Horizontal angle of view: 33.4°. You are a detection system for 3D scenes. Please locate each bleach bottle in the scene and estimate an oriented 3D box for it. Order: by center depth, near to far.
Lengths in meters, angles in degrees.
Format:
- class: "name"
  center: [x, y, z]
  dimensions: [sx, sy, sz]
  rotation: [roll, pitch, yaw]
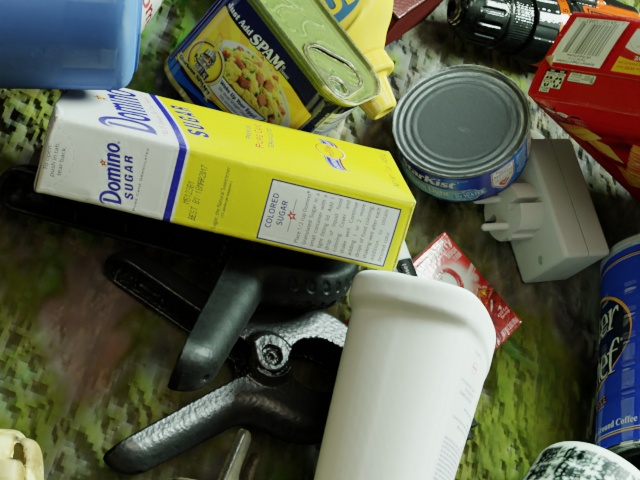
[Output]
- class: "bleach bottle"
  center: [0.021, 0.148, 0.505]
  dimensions: [0.068, 0.102, 0.250]
  rotation: [10, 73, 21]

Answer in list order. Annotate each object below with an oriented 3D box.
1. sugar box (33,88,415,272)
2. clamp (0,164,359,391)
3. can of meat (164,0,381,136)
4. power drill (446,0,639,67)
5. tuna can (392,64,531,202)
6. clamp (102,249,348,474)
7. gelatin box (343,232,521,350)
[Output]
- class: "sugar box"
  center: [-0.047, -0.036, 0.539]
  dimensions: [0.176, 0.048, 0.093]
  rotation: [15, 18, -11]
- class: "clamp"
  center: [-0.054, 0.001, 0.564]
  dimensions: [0.165, 0.036, 0.209]
  rotation: [38, 29, 25]
- class: "can of meat"
  center: [-0.030, -0.095, 0.611]
  dimensions: [0.102, 0.084, 0.057]
  rotation: [52, 35, 4]
- class: "power drill"
  center: [0.164, -0.211, 0.793]
  dimensions: [0.184, 0.057, 0.187]
  rotation: [7, 66, -29]
- class: "tuna can"
  center: [0.090, -0.067, 0.672]
  dimensions: [0.086, 0.033, 0.086]
  rotation: [-6, 59, 9]
- class: "clamp"
  center: [-0.037, 0.076, 0.559]
  dimensions: [0.171, 0.039, 0.120]
  rotation: [15, 60, -17]
- class: "gelatin box"
  center: [0.067, 0.049, 0.632]
  dimensions: [0.073, 0.030, 0.089]
  rotation: [49, 54, 1]
